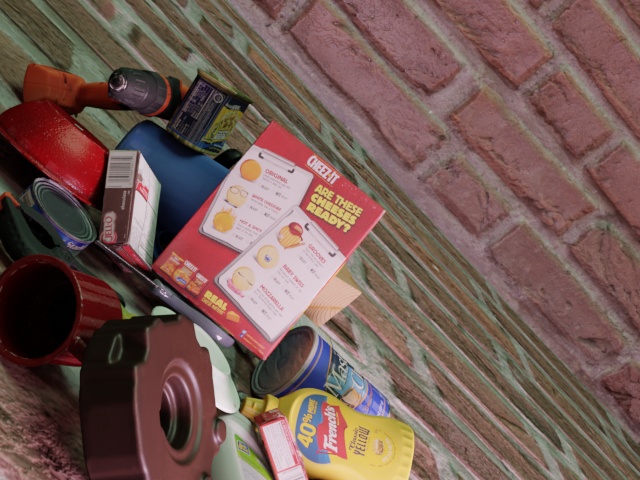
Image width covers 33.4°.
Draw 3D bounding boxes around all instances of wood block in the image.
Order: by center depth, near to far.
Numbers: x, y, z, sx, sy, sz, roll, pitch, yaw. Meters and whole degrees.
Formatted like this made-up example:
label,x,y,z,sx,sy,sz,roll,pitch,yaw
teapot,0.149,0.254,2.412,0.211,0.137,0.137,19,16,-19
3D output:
label,x,y,z,sx,sy,sz,roll,pitch,yaw
wood block,-0.033,0.020,1.649,0.090,0.090,0.206,34,21,-49

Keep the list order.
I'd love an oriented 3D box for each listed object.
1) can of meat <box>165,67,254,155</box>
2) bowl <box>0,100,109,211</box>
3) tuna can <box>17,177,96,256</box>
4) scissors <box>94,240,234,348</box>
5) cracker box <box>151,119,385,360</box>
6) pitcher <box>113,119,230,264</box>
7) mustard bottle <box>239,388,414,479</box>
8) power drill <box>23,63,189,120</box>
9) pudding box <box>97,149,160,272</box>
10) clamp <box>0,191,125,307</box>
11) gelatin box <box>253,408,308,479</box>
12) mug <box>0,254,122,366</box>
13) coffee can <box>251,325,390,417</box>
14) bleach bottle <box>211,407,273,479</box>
label,x,y,z,sx,sy,sz,roll,pitch,yaw
can of meat,-0.134,-0.152,1.282,0.057,0.084,0.102,34,7,12
bowl,-0.281,-0.103,1.169,0.162,0.055,0.162,41,0,-1
tuna can,-0.273,-0.022,1.097,0.086,0.034,0.086,46,14,-15
scissors,-0.158,0.064,1.143,0.096,0.016,0.201,32,-9,36
cracker box,-0.058,0.001,1.196,0.164,0.213,0.072,39,-6,1
pitcher,-0.149,-0.029,1.286,0.243,0.145,0.149,35,10,-2
mustard bottle,0.004,0.211,1.143,0.191,0.058,0.096,24,53,-11
power drill,-0.259,-0.178,1.286,0.188,0.057,0.184,8,-1,19
pudding box,-0.208,-0.031,1.167,0.090,0.039,0.113,72,21,-67
clamp,-0.252,0.026,1.032,0.171,0.039,0.120,56,6,-3
gelatin box,-0.036,0.211,1.038,0.073,0.030,0.089,150,-79,-82
mug,-0.214,0.071,0.906,0.117,0.093,0.081,38,3,23
coffee can,0.001,0.185,1.277,0.140,0.103,0.103,45,14,-22
bleach bottle,-0.071,0.239,0.986,0.102,0.068,0.251,52,7,-26
